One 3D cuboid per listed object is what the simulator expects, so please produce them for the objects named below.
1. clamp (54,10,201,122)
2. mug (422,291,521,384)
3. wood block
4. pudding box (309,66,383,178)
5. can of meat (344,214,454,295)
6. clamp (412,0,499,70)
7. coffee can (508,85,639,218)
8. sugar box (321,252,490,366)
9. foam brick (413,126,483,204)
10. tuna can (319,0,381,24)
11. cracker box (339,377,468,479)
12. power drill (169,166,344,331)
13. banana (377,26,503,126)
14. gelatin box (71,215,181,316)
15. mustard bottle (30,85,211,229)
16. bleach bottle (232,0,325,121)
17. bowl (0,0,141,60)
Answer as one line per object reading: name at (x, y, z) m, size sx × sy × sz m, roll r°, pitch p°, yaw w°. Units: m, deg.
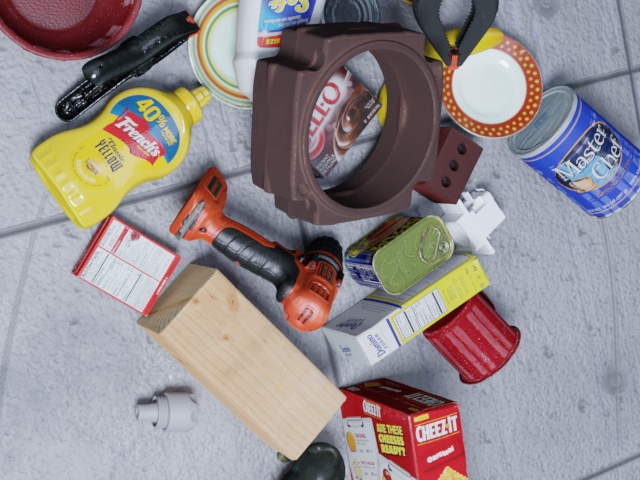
clamp at (-0.186, -0.183, 1.060) m, size 0.171 × 0.120 × 0.039 m, roll -42°, pitch 103°, yaw -21°
mug at (0.178, 0.101, 1.262) m, size 0.081 × 0.093 × 0.117 m, roll 46°, pitch 44°, yaw -15°
wood block at (-0.083, 0.129, 1.135) m, size 0.206 × 0.091 × 0.090 m, roll 46°, pitch 75°, yaw -20°
pudding box at (0.001, -0.139, 1.187) m, size 0.090 × 0.039 × 0.113 m, roll 42°, pitch 76°, yaw -21°
can of meat at (0.086, 0.014, 1.210) m, size 0.102 × 0.084 × 0.057 m, roll -35°, pitch 106°, yaw -19°
clamp at (0.139, -0.290, 1.158) m, size 0.164 × 0.036 × 0.210 m, roll 5°, pitch 119°, yaw -4°
coffee can at (0.314, -0.106, 1.296) m, size 0.140 × 0.103 × 0.103 m, roll 35°, pitch 79°, yaw -22°
sugar box at (0.097, 0.075, 1.214) m, size 0.176 × 0.093 × 0.048 m, roll -34°, pitch 106°, yaw -18°
foam brick at (0.144, -0.087, 1.248) m, size 0.053 × 0.051 × 0.078 m, roll 30°, pitch 80°, yaw -23°
tuna can at (0.025, -0.251, 1.194) m, size 0.086 × 0.034 × 0.086 m, roll -1°, pitch 94°, yaw -24°
cracker box at (0.100, 0.273, 1.187) m, size 0.072 × 0.164 × 0.214 m, roll -11°, pitch 98°, yaw -25°
power drill at (-0.057, 0.001, 1.122) m, size 0.187 × 0.184 × 0.057 m, roll 34°, pitch 110°, yaw -7°
banana at (0.128, -0.195, 1.239) m, size 0.197 × 0.037 × 0.069 m, roll -46°, pitch 112°, yaw -9°
gelatin box at (-0.202, 0.026, 1.109) m, size 0.089 × 0.030 × 0.073 m, roll 33°, pitch 81°, yaw -22°
mustard bottle at (-0.192, -0.101, 1.090) m, size 0.191 × 0.058 × 0.096 m, roll -37°, pitch 96°, yaw -19°
bleach bottle at (-0.037, -0.247, 1.129) m, size 0.102 × 0.068 × 0.251 m, roll 6°, pitch 91°, yaw -25°
bowl at (-0.260, -0.256, 1.052) m, size 0.161 × 0.055 × 0.162 m, roll -1°, pitch 93°, yaw -24°
